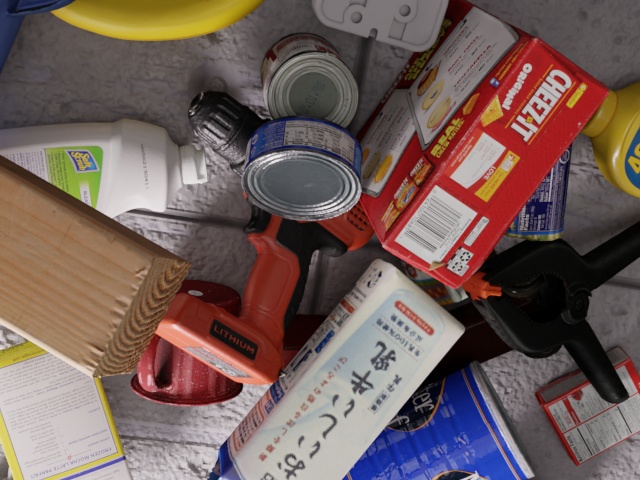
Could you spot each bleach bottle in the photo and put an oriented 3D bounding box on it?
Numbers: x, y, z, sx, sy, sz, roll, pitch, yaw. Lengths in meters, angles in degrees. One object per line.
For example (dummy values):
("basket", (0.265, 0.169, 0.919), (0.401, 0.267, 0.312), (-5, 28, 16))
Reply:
("bleach bottle", (-0.213, -0.039, 0.834), (0.250, 0.068, 0.102), (-6, 107, -5))

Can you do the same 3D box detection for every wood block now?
("wood block", (-0.205, 0.003, 0.729), (0.206, 0.090, 0.091), (29, 90, 10))

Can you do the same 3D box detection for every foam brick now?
("foam brick", (-0.009, 0.098, 0.889), (0.053, 0.078, 0.051), (3, 106, -6))

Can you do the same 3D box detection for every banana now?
("banana", (-0.114, -0.186, 0.808), (0.198, 0.037, 0.069), (-14, 106, 1))

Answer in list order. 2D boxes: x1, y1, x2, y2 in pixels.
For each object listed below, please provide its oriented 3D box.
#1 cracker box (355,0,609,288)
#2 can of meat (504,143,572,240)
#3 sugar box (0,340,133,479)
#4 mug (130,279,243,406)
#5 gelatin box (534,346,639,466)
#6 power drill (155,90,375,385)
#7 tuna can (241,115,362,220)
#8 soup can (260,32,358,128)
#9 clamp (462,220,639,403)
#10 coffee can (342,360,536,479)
("cracker box", (0.099, -0.079, 0.768), (0.072, 0.214, 0.164), (32, 103, -16))
("can of meat", (0.159, -0.055, 0.841), (0.057, 0.102, 0.084), (-1, 110, -7))
("sugar box", (-0.215, 0.168, 0.890), (0.093, 0.048, 0.176), (-17, 102, -13))
("mug", (-0.112, 0.082, 0.859), (0.093, 0.117, 0.081), (10, 104, 23))
("gelatin box", (0.247, 0.148, 0.953), (0.089, 0.030, 0.073), (-30, 110, 5))
("power drill", (-0.055, 0.001, 0.815), (0.184, 0.057, 0.187), (36, 69, -23))
("tuna can", (-0.012, -0.051, 0.763), (0.086, 0.033, 0.086), (4, 148, 2))
("soup can", (-0.010, -0.117, 0.805), (0.068, 0.102, 0.068), (-2, 108, -5))
("clamp", (0.198, 0.057, 0.859), (0.209, 0.036, 0.164), (1, 100, -33))
("coffee can", (0.089, 0.175, 0.871), (0.140, 0.103, 0.103), (-28, 108, 7))
